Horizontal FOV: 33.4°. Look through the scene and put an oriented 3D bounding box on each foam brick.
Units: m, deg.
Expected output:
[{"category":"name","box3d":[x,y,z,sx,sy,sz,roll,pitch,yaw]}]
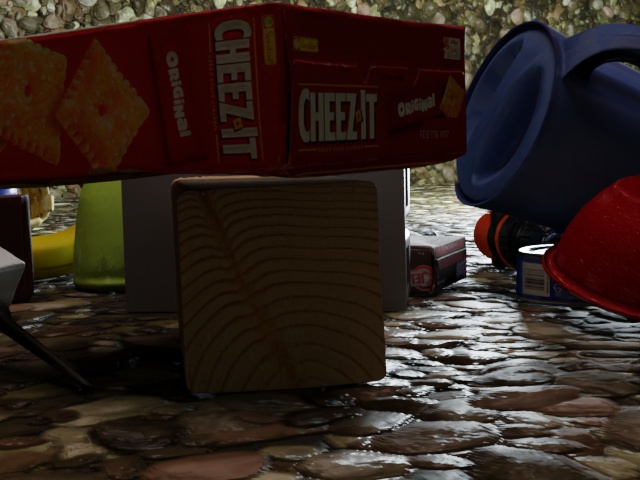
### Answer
[{"category":"foam brick","box3d":[-0.242,0.005,0.787,0.053,0.078,0.051,-2,6,-9]}]

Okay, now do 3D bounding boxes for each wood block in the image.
[{"category":"wood block","box3d":[-0.032,0.012,0.562,0.090,0.091,0.206,-3,6,-8]}]

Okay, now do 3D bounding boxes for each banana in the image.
[{"category":"banana","box3d":[-0.245,0.005,0.909,0.070,0.037,0.197,43,36,24]}]

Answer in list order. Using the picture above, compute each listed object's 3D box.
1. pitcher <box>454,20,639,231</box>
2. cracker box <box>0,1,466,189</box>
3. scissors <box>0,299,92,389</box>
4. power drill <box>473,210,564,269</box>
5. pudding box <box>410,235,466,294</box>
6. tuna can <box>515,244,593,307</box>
[{"category":"pitcher","box3d":[0.228,-0.058,0.751,0.242,0.145,0.149,17,9,-18]},{"category":"cracker box","box3d":[-0.060,-0.063,0.508,0.214,0.072,0.163,1,7,32]},{"category":"scissors","box3d":[-0.171,0.046,0.553,0.016,0.096,0.202,-35,54,-28]},{"category":"power drill","box3d":[0.235,-0.006,0.897,0.187,0.057,0.184,-2,5,-6]},{"category":"pudding box","box3d":[0.046,0.016,0.806,0.114,0.039,0.089,3,6,23]},{"category":"tuna can","box3d":[0.175,0.022,0.717,0.086,0.034,0.086,-1,5,0]}]
